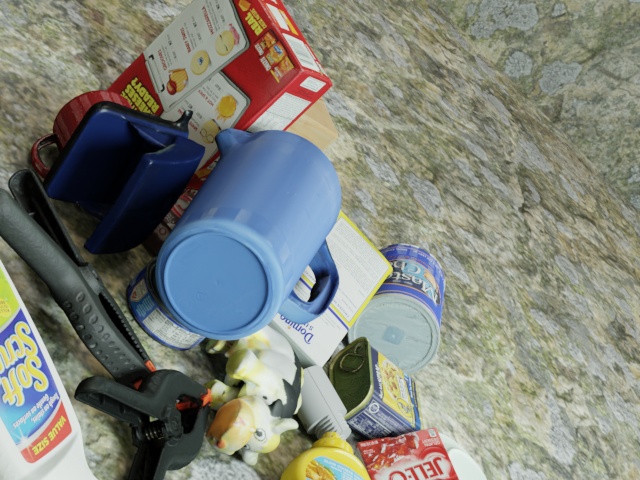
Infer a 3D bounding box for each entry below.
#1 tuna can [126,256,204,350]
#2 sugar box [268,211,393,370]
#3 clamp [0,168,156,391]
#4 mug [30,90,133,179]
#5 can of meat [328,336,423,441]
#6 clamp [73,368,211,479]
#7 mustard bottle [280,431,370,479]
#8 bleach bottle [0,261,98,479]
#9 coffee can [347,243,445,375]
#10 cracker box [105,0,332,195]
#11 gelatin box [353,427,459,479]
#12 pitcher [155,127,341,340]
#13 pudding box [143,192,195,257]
[{"bbox_3d":[-0.133,0.058,0.971,0.086,0.034,0.086,38,25,-22],"label":"tuna can"},{"bbox_3d":[-0.001,0.054,1.116,0.093,0.048,0.176,47,48,-6],"label":"sugar box"},{"bbox_3d":[-0.199,0.031,0.859,0.210,0.036,0.164,57,0,-18],"label":"clamp"},{"bbox_3d":[-0.214,-0.085,1.006,0.117,0.093,0.081,-15,52,-23],"label":"mug"},{"bbox_3d":[0.058,0.163,1.106,0.083,0.058,0.102,39,25,-24],"label":"can of meat"},{"bbox_3d":[-0.126,0.154,0.813,0.171,0.039,0.120,-1,85,-68],"label":"clamp"},{"bbox_3d":[0.008,0.233,0.909,0.096,0.058,0.191,33,27,-17],"label":"mustard bottle"},{"bbox_3d":[-0.211,0.110,0.724,0.251,0.068,0.102,55,25,12],"label":"bleach bottle"},{"bbox_3d":[0.090,0.078,1.235,0.102,0.103,0.140,43,24,-10],"label":"coffee can"},{"bbox_3d":[-0.110,-0.159,1.123,0.072,0.214,0.164,12,42,-56],"label":"cracker box"},{"bbox_3d":[0.085,0.225,1.035,0.089,0.030,0.073,-7,51,-20],"label":"gelatin box"},{"bbox_3d":[-0.056,0.001,0.959,0.149,0.145,0.242,13,22,5],"label":"pitcher"},{"bbox_3d":[-0.122,0.008,1.060,0.113,0.039,0.090,50,23,5],"label":"pudding box"}]
